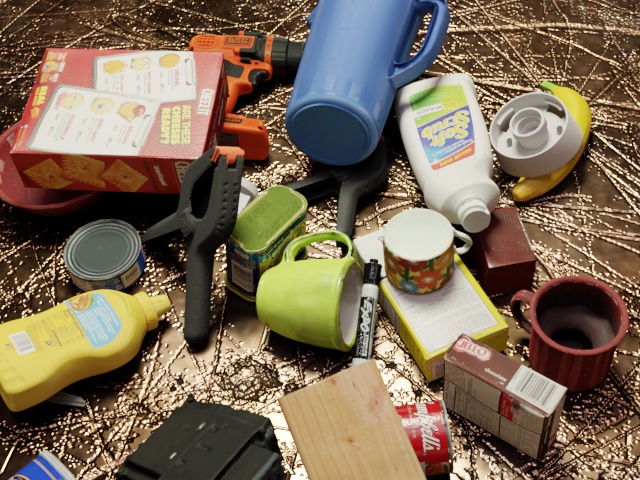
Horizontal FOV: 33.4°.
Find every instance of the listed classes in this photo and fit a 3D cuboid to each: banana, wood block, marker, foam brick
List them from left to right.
[{"bbox_3d":[0.047,0.077,1.084,0.020,0.020,0.121,5,75,9],"label":"marker"},{"bbox_3d":[0.044,0.217,0.900,0.090,0.091,0.206,-22,75,-4],"label":"wood block"},{"bbox_3d":[0.192,0.011,1.135,0.053,0.051,0.078,-9,51,-3],"label":"foam brick"},{"bbox_3d":[0.277,-0.116,1.245,0.070,0.037,0.197,-4,45,31],"label":"banana"}]

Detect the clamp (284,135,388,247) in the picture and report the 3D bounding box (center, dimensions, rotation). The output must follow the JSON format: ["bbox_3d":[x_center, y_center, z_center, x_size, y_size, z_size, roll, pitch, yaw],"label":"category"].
[{"bbox_3d":[0.029,-0.059,1.215,0.171,0.039,0.120,-39,59,-24],"label":"clamp"}]

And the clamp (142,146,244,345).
[{"bbox_3d":[-0.123,-0.006,1.098,0.036,0.210,0.165,-1,51,-34],"label":"clamp"}]

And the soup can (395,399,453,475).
[{"bbox_3d":[0.068,0.187,0.990,0.102,0.068,0.068,-7,50,0],"label":"soup can"}]

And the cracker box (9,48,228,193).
[{"bbox_3d":[-0.221,-0.135,1.206,0.214,0.072,0.164,3,54,6],"label":"cracker box"}]

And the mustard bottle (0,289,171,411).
[{"bbox_3d":[-0.242,0.098,1.089,0.191,0.058,0.096,-23,44,-23],"label":"mustard bottle"}]

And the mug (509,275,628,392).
[{"bbox_3d":[0.237,0.090,1.046,0.117,0.081,0.093,28,58,24],"label":"mug"}]

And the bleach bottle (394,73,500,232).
[{"bbox_3d":[0.150,-0.094,1.179,0.102,0.068,0.251,-12,37,0],"label":"bleach bottle"}]

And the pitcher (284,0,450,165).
[{"bbox_3d":[0.047,-0.206,1.242,0.145,0.149,0.242,26,50,-12],"label":"pitcher"}]

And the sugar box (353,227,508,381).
[{"bbox_3d":[0.111,0.055,1.111,0.093,0.048,0.176,-21,48,-11],"label":"sugar box"}]

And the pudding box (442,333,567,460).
[{"bbox_3d":[0.169,0.147,1.000,0.114,0.090,0.039,30,60,25],"label":"pudding box"}]

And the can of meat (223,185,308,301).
[{"bbox_3d":[-0.058,0.001,1.138,0.057,0.084,0.102,31,56,21],"label":"can of meat"}]

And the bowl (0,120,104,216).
[{"bbox_3d":[-0.306,-0.081,1.253,0.162,0.055,0.162,-3,50,3],"label":"bowl"}]

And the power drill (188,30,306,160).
[{"bbox_3d":[-0.086,-0.183,1.319,0.184,0.057,0.187,3,49,8],"label":"power drill"}]

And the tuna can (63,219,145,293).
[{"bbox_3d":[-0.237,0.019,1.178,0.086,0.034,0.086,-3,50,3],"label":"tuna can"}]
